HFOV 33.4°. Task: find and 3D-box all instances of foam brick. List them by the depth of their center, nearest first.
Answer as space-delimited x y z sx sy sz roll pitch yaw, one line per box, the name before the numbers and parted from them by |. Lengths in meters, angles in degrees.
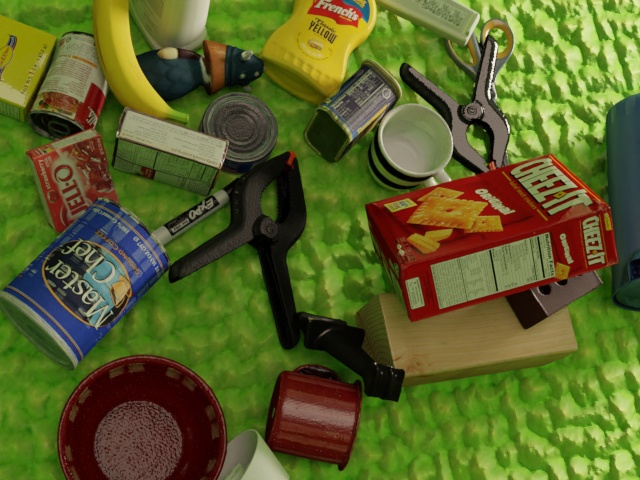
foam brick | 0.236 0.047 1.098 0.078 0.051 0.053 -28 80 -21

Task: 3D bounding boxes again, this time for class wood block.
wood block | 0.154 0.097 1.137 0.205 0.090 0.091 -7 75 -16

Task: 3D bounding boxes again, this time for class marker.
marker | -0.127 -0.032 1.141 0.121 0.020 0.020 -35 84 -22

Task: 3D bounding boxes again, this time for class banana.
banana | -0.200 -0.205 1.103 0.069 0.037 0.198 -20 93 -31

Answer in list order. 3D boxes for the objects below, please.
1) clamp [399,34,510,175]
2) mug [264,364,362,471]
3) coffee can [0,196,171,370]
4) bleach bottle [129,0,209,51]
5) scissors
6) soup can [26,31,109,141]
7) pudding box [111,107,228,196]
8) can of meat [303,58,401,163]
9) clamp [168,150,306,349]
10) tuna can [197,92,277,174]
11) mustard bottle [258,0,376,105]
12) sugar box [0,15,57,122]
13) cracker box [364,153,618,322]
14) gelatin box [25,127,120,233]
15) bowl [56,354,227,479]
clamp | 0.180 -0.156 1.245 0.120 0.039 0.171 -28 85 2
mug | -0.008 0.169 1.078 0.081 0.093 0.117 13 41 -6
coffee can | -0.231 0.041 1.044 0.103 0.103 0.140 42 67 1
bleach bottle | -0.145 -0.286 1.091 0.068 0.251 0.102 -30 83 -22
scissors | 0.215 -0.186 1.282 0.096 0.016 0.202 -23 79 -15
soup can | -0.258 -0.159 1.120 0.068 0.069 0.102 19 68 -9
pudding box | -0.158 -0.091 1.113 0.113 0.090 0.039 16 70 -9
can of meat | 0.033 -0.139 1.175 0.057 0.102 0.083 44 70 3
clamp | -0.057 0.001 1.129 0.164 0.036 0.209 40 55 -26
tuna can | -0.090 -0.118 1.170 0.086 0.034 0.086 4 72 -14
mustard bottle | 0.011 -0.254 1.228 0.096 0.058 0.191 31 67 -5
sugar box | -0.375 -0.200 1.114 0.176 0.048 0.093 21 69 -9
cracker box | 0.167 -0.010 1.084 0.213 0.164 0.072 -16 116 -2
gelatin box | -0.250 -0.060 1.085 0.073 0.030 0.089 -23 123 -22
bowl | -0.174 0.195 1.036 0.162 0.055 0.162 4 72 -14
